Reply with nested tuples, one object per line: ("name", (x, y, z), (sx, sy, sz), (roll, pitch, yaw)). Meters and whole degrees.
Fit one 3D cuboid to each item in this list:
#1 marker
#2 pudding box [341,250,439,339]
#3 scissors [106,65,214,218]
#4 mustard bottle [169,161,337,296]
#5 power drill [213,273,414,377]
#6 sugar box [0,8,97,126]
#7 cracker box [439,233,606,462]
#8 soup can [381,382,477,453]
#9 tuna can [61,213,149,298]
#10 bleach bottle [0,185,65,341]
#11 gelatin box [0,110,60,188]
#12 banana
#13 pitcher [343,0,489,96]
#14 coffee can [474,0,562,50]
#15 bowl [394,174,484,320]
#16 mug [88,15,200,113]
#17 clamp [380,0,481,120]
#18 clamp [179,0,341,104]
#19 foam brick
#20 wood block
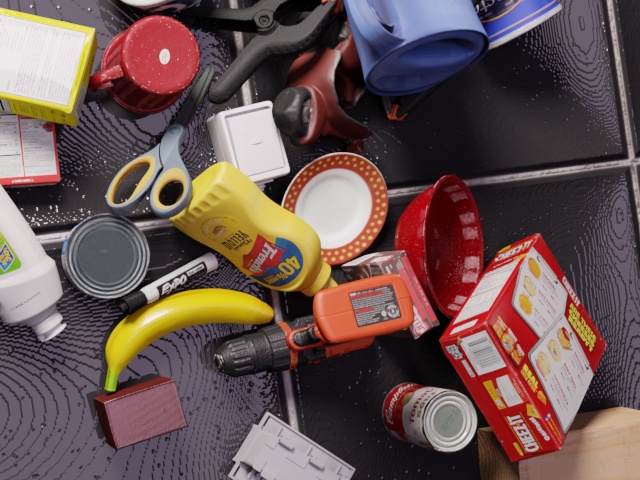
("marker", (-0.157, 0.045, 1.102), (0.120, 0.020, 0.020), (-29, 98, -36))
("pudding box", (0.074, 0.059, 1.158), (0.039, 0.114, 0.090), (-27, 97, -17))
("scissors", (-0.139, -0.097, 1.099), (0.096, 0.016, 0.201), (27, 66, 27))
("mustard bottle", (-0.057, 0.002, 1.119), (0.191, 0.096, 0.058), (37, 42, -22))
("power drill", (-0.002, 0.091, 1.089), (0.184, 0.188, 0.057), (-13, 80, -25))
("sugar box", (-0.313, -0.175, 1.030), (0.176, 0.048, 0.093), (12, 73, -2))
("cracker box", (0.229, 0.115, 1.189), (0.164, 0.072, 0.213), (58, 36, -10))
("soup can", (0.119, 0.194, 1.175), (0.068, 0.102, 0.068), (1, 87, -21))
("tuna can", (-0.220, 0.016, 1.088), (0.086, 0.034, 0.086), (1, 87, -21))
("bleach bottle", (-0.335, -0.006, 1.024), (0.103, 0.068, 0.251), (-29, 106, 12))
("gelatin box", (-0.302, -0.098, 1.064), (0.073, 0.030, 0.089), (-6, 89, -20))
("banana", (-0.145, 0.087, 1.115), (0.197, 0.037, 0.069), (-22, 113, -20))
("pitcher", (0.071, -0.285, 1.108), (0.145, 0.149, 0.243), (-15, 74, -10))
("coffee can", (0.202, -0.304, 1.233), (0.102, 0.103, 0.140), (-32, 99, -20))
("bowl", (0.127, 0.009, 1.190), (0.161, 0.055, 0.162), (10, 79, -58))
("mug", (-0.182, -0.178, 1.087), (0.117, 0.082, 0.093), (-20, 95, -21))
("clamp", (0.103, -0.241, 1.201), (0.165, 0.036, 0.210), (25, 103, 20))
("clamp", (-0.058, -0.210, 1.112), (0.171, 0.039, 0.120), (-14, 73, 8))
("foam brick", (-0.183, 0.175, 1.084), (0.078, 0.053, 0.051), (-16, 93, -21))
("wood block", (0.297, 0.256, 1.248), (0.205, 0.091, 0.090), (-4, 89, -22))
